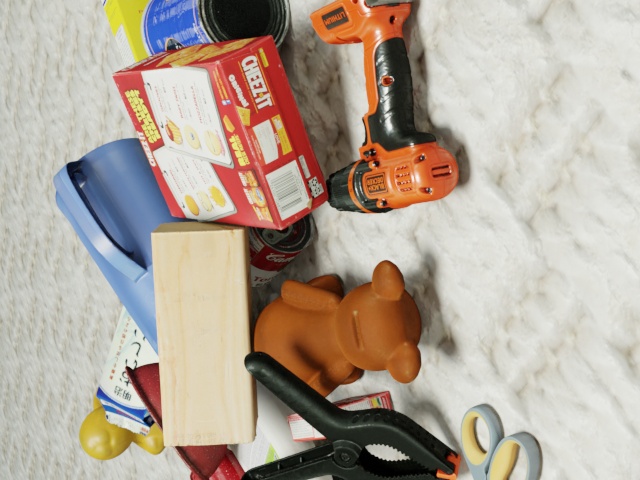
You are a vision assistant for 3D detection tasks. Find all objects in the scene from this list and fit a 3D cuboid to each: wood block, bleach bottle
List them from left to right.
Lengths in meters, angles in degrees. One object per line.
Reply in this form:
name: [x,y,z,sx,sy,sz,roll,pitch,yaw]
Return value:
wood block: [-0.111,0.088,1.047,0.091,0.090,0.206,-99,6,-83]
bleach bottle: [-0.038,0.241,1.127,0.251,0.068,0.103,-132,45,-60]

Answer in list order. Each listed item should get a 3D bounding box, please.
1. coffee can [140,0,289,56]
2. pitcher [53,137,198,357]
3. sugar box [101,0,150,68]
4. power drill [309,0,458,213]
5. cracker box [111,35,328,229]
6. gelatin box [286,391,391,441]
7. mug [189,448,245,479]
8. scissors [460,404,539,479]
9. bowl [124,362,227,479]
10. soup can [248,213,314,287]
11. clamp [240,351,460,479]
coffee can: [-0.110,-0.224,1.095,0.141,0.102,0.103,0,101,58]
pitcher: [-0.191,0.011,1.179,0.243,0.149,0.145,55,150,25]
sugar box: [-0.196,-0.263,1.230,0.048,0.093,0.176,-38,68,56]
power drill: [0.043,-0.116,0.934,0.185,0.057,0.187,-6,97,61]
cracker box: [-0.098,-0.103,1.026,0.214,0.072,0.164,8,124,55]
gelatin box: [0.019,0.174,1.059,0.089,0.073,0.030,-24,79,59]
mug: [-0.095,0.298,1.286,0.081,0.093,0.117,55,172,25]
scissors: [0.137,0.224,0.941,0.096,0.016,0.202,56,143,34]
bowl: [-0.148,0.190,1.176,0.162,0.055,0.162,53,173,8]
soup can: [-0.057,0.001,1.125,0.102,0.068,0.068,-45,63,55]
clamp: [0.021,0.176,0.964,0.210,0.036,0.164,5,124,14]
